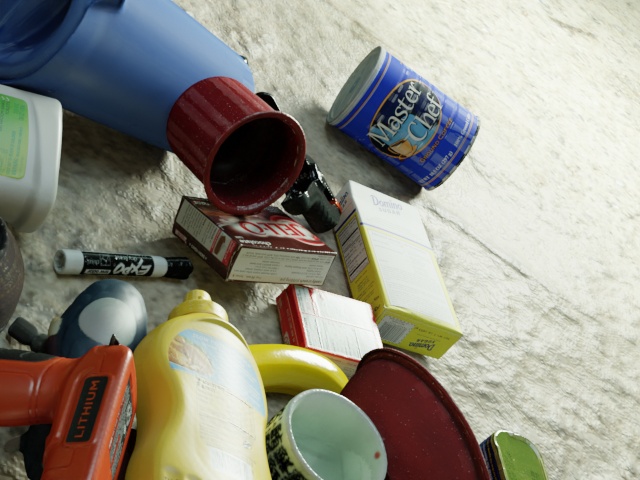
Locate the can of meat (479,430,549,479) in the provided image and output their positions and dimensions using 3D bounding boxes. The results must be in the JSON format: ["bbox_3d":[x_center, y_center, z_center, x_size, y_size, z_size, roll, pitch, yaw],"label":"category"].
[{"bbox_3d":[0.135,0.211,0.834,0.057,0.084,0.102,24,36,-26],"label":"can of meat"}]

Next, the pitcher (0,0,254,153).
[{"bbox_3d":[-0.170,-0.151,0.883,0.149,0.145,0.242,44,10,32],"label":"pitcher"}]

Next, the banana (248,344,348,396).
[{"bbox_3d":[-0.041,0.110,0.813,0.197,0.037,0.070,10,43,-40],"label":"banana"}]

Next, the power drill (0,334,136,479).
[{"bbox_3d":[-0.201,0.105,0.563,0.187,0.057,0.184,9,45,1],"label":"power drill"}]

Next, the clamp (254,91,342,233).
[{"bbox_3d":[-0.020,-0.063,0.971,0.171,0.039,0.120,46,28,-73],"label":"clamp"}]

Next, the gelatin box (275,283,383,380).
[{"bbox_3d":[0.009,0.080,0.910,0.089,0.030,0.073,17,39,-29],"label":"gelatin box"}]

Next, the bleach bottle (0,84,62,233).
[{"bbox_3d":[-0.308,-0.078,0.729,0.250,0.068,0.102,12,62,-29],"label":"bleach bottle"}]

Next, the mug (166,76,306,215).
[{"bbox_3d":[-0.070,-0.072,0.868,0.093,0.117,0.082,-30,47,-17],"label":"mug"}]

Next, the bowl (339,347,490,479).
[{"bbox_3d":[0.051,0.161,0.766,0.055,0.162,0.162,-21,64,-27],"label":"bowl"}]

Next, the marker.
[{"bbox_3d":[-0.149,0.019,0.826,0.120,0.020,0.020,5,47,-44],"label":"marker"}]

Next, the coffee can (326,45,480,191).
[{"bbox_3d":[0.093,-0.136,1.195,0.140,0.103,0.102,33,32,-13],"label":"coffee can"}]

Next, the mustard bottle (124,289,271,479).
[{"bbox_3d":[-0.074,0.103,0.662,0.096,0.058,0.191,33,31,-32],"label":"mustard bottle"}]

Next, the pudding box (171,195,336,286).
[{"bbox_3d":[-0.056,0.001,0.903,0.113,0.039,0.090,3,25,-44],"label":"pudding box"}]

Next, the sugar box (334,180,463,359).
[{"bbox_3d":[0.069,0.026,1.027,0.093,0.048,0.176,21,33,-30],"label":"sugar box"}]
